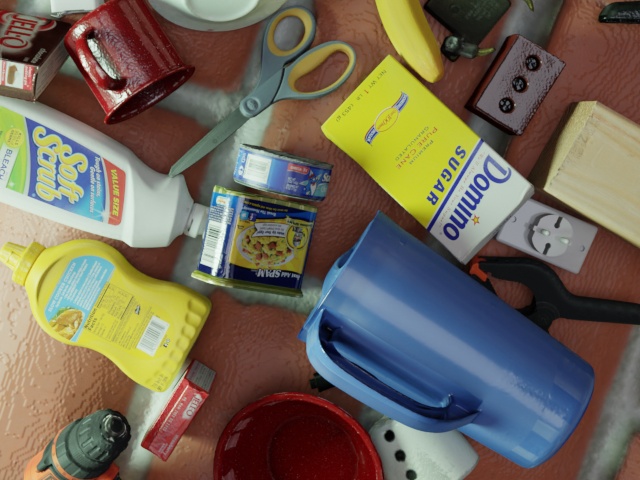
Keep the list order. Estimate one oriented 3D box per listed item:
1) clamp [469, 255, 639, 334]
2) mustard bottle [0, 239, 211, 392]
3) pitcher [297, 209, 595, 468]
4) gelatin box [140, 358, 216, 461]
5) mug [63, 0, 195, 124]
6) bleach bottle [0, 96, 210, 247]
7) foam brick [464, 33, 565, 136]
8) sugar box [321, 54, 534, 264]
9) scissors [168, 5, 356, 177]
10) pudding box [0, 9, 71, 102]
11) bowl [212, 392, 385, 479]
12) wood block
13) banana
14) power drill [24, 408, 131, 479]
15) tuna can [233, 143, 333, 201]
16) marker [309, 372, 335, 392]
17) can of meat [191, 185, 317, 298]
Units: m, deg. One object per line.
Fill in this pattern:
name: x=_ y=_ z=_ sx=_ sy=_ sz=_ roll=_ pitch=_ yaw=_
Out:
clamp: x=0.205 y=0.079 z=0.992 sx=0.171 sy=0.039 sz=0.120 roll=27 pitch=99 yaw=2
mustard bottle: x=-0.202 y=0.054 z=0.967 sx=0.191 sy=0.058 sz=0.096 roll=28 pitch=95 yaw=-4
pitcher: x=0.106 y=0.097 z=0.922 sx=0.243 sy=0.145 sz=0.149 roll=33 pitch=85 yaw=1
gelatin box: x=-0.126 y=0.152 z=0.963 sx=0.030 sy=0.089 sz=0.073 roll=33 pitch=93 yaw=-4
mug: x=-0.174 y=-0.157 z=0.922 sx=0.093 sy=0.117 sz=0.081 roll=-32 pitch=91 yaw=24
bleach bottle: x=-0.215 y=-0.064 z=0.955 sx=0.250 sy=0.068 sz=0.102 roll=19 pitch=93 yaw=-6
foam brick: x=0.175 y=-0.140 z=0.963 sx=0.053 sy=0.051 sz=0.078 roll=31 pitch=94 yaw=-5
sugar box: x=0.095 y=-0.071 z=0.948 sx=0.176 sy=0.048 sz=0.093 roll=44 pitch=95 yaw=13
scissors: x=-0.064 y=-0.141 z=0.959 sx=0.201 sy=0.016 sz=0.096 roll=-26 pitch=89 yaw=-9
pudding box: x=-0.271 y=-0.163 z=0.917 sx=0.090 sy=0.113 sz=0.039 roll=10 pitch=122 yaw=-3
bowl: x=-0.014 y=0.210 z=0.977 sx=0.162 sy=0.055 sz=0.162 roll=2 pitch=99 yaw=14
wood block: x=0.301 y=-0.037 z=0.957 sx=0.206 sy=0.091 sz=0.090 roll=29 pitch=95 yaw=-5
banana: x=0.072 y=-0.237 z=0.945 sx=0.037 sy=0.070 sz=0.198 roll=-12 pitch=100 yaw=-32
power drill: x=-0.163 y=0.231 z=0.943 sx=0.187 sy=0.185 sz=0.057 roll=43 pitch=51 yaw=-8
tuna can: x=-0.033 y=-0.060 z=0.947 sx=0.086 sy=0.086 sz=0.034 roll=13 pitch=97 yaw=-3
marker: x=0.048 y=0.117 z=1.000 sx=0.121 sy=0.020 sz=0.020 roll=-17 pitch=96 yaw=0
can of meat: x=-0.056 y=0.001 z=0.952 sx=0.101 sy=0.058 sz=0.084 roll=11 pitch=93 yaw=-36
